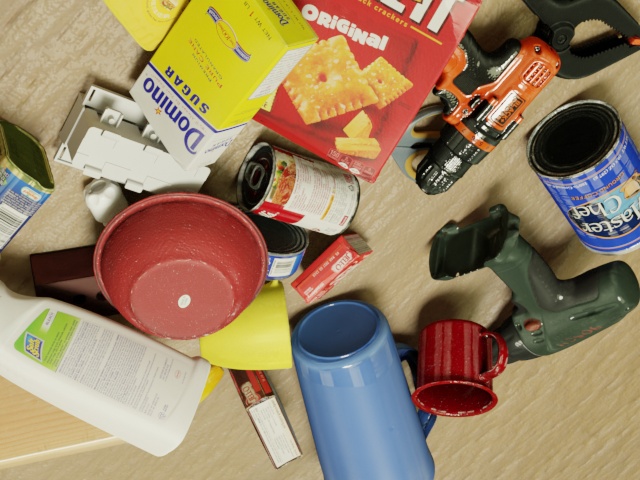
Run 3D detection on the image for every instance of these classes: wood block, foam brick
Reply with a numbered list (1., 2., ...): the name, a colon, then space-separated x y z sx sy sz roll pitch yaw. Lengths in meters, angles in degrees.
1. wood block: -0.279 0.169 1.045 0.205 0.091 0.090 -9 168 -16
2. foam brick: -0.233 0.042 1.018 0.078 0.051 0.053 -10 127 -16

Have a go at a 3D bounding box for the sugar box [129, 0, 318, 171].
1. sugar box: -0.085 -0.142 0.875 0.048 0.093 0.177 -23 165 -48

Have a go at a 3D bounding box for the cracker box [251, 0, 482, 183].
1. cracker box: 0.025 -0.172 0.884 0.164 0.072 0.214 29 129 -2

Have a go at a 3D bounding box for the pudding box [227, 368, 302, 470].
1. pudding box: -0.063 0.181 1.163 0.039 0.090 0.113 -26 130 -4

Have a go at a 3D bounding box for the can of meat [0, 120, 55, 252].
1. can of meat: -0.275 -0.044 0.906 0.084 0.102 0.057 -46 128 11

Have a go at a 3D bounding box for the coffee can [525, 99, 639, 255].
1. coffee can: 0.292 -0.064 1.122 0.103 0.103 0.140 -38 129 7

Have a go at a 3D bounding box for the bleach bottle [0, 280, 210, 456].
1. bleach bottle: -0.228 0.099 0.968 0.250 0.102 0.068 32 140 -18

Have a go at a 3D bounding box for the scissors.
1. scissors: 0.056 -0.090 1.064 0.201 0.016 0.096 -10 129 -13

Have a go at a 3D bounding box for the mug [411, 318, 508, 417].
1. mug: 0.156 0.134 1.166 0.093 0.081 0.117 28 142 -31

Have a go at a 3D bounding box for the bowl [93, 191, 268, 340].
1. bowl: -0.125 0.037 0.967 0.162 0.055 0.162 -4 127 -5

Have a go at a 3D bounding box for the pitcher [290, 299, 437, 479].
1. pitcher: 0.052 0.181 1.197 0.145 0.149 0.243 -8 126 10

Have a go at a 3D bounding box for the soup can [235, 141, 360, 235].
1. soup can: -0.021 -0.048 1.028 0.102 0.068 0.069 16 117 -31

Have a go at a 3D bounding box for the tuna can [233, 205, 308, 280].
1. tuna can: -0.057 0.001 1.038 0.086 0.086 0.034 6 123 -26

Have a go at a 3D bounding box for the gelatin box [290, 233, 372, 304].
1. gelatin box: 0.013 0.028 1.089 0.073 0.089 0.030 -43 84 10

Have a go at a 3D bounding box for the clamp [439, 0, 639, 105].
1. clamp: 0.223 -0.210 1.031 0.209 0.036 0.165 -6 127 -13

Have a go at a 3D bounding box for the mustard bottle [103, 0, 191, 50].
1. mustard bottle: -0.089 -0.240 0.865 0.191 0.058 0.096 -35 147 3

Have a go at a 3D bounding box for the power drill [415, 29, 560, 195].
1. power drill: 0.103 -0.147 0.994 0.187 0.057 0.185 30 112 -25
